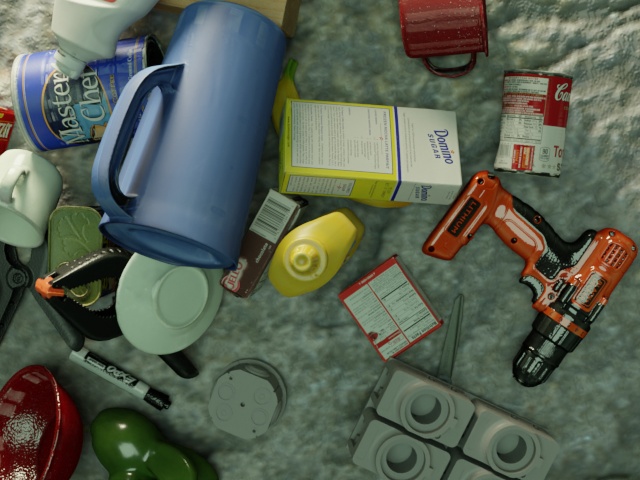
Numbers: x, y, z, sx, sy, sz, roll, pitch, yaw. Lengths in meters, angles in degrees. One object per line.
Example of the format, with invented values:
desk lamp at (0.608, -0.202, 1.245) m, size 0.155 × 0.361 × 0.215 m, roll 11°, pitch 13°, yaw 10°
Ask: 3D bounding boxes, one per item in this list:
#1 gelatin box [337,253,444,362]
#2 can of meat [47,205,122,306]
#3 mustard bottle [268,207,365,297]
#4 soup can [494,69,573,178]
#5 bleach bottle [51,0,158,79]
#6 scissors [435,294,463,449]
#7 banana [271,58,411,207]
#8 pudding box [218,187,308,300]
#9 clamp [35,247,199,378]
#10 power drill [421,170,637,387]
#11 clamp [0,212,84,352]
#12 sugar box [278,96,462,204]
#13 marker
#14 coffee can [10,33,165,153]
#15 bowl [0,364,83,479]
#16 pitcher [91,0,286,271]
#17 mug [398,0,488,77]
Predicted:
gelatin box at (0.074, 0.071, 1.108) m, size 0.073 × 0.030 × 0.089 m, roll -36°, pitch 87°, yaw 14°
can of meat at (-0.243, 0.013, 1.116) m, size 0.057 × 0.084 × 0.102 m, roll 3°, pitch 95°, yaw 6°
mustard bottle at (-0.006, 0.013, 1.035) m, size 0.096 × 0.191 × 0.058 m, roll -41°, pitch 89°, yaw 7°
soup can at (0.211, -0.116, 1.064) m, size 0.068 × 0.068 × 0.102 m, roll 7°, pitch 95°, yaw 6°
bleach bottle at (-0.174, -0.262, 1.007) m, size 0.102 × 0.068 × 0.251 m, roll 34°, pitch 100°, yaw 10°
scissors at (0.109, 0.159, 1.121) m, size 0.096 × 0.016 × 0.202 m, roll -4°, pitch 94°, yaw 3°
banana at (0.009, -0.095, 1.103) m, size 0.070 × 0.037 × 0.198 m, roll -41°, pitch 89°, yaw 8°
pudding box at (-0.057, 0.001, 1.092) m, size 0.039 × 0.090 × 0.113 m, roll 31°, pitch 96°, yaw 1°
clamp at (-0.188, 0.067, 1.082) m, size 0.036 × 0.209 × 0.164 m, roll 19°, pitch 104°, yaw 48°
power drill at (0.199, 0.032, 1.083) m, size 0.187 × 0.057 × 0.184 m, roll 34°, pitch 93°, yaw 0°
clamp at (-0.308, 0.046, 1.148) m, size 0.120 × 0.039 × 0.171 m, roll 4°, pitch 94°, yaw 6°
sugar box at (0.048, -0.088, 1.058) m, size 0.176 × 0.048 × 0.093 m, roll 6°, pitch 61°, yaw -10°
marker at (-0.216, 0.150, 1.156) m, size 0.121 × 0.020 × 0.020 m, roll 29°, pitch 97°, yaw 3°
coffee can at (-0.231, -0.150, 1.093) m, size 0.140 × 0.102 × 0.103 m, roll -8°, pitch 93°, yaw 7°
bowl at (-0.298, 0.216, 1.127) m, size 0.055 × 0.162 × 0.162 m, roll 24°, pitch 99°, yaw -40°
pitcher at (-0.118, -0.102, 1.002) m, size 0.145 × 0.149 × 0.243 m, roll 16°, pitch 76°, yaw -5°
mug at (0.124, -0.215, 1.064) m, size 0.081 × 0.093 × 0.117 m, roll -4°, pitch 130°, yaw 11°
